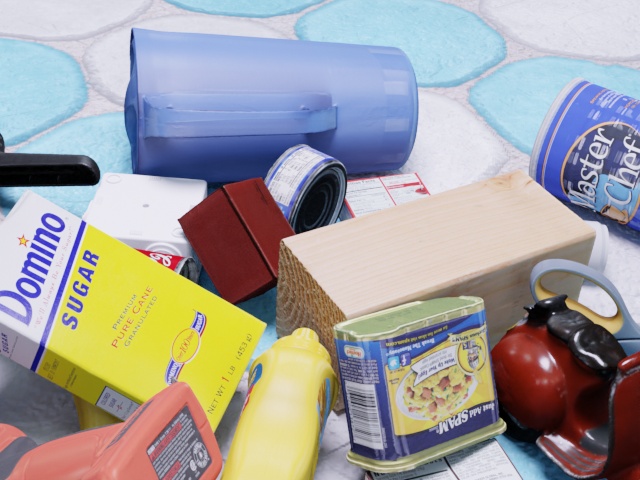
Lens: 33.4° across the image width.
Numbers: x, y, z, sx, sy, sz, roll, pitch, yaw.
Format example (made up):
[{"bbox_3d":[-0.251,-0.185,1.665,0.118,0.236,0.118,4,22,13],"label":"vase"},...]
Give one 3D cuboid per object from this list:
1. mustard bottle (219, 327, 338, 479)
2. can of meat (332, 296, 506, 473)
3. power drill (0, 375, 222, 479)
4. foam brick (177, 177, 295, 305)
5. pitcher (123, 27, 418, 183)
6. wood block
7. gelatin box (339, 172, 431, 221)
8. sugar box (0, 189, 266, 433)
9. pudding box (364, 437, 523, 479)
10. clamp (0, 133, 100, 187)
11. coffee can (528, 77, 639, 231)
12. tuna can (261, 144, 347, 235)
[{"bbox_3d":[-0.025,0.119,0.626,0.058,0.096,0.191,11,37,4],"label":"mustard bottle"},{"bbox_3d":[0.060,0.085,0.652,0.101,0.084,0.058,-13,8,-33],"label":"can of meat"},{"bbox_3d":[-0.157,0.138,0.543,0.188,0.057,0.184,-16,15,23],"label":"power drill"},{"bbox_3d":[-0.055,0.001,0.781,0.078,0.051,0.052,60,31,7],"label":"foam brick"},{"bbox_3d":[-0.042,-0.109,0.901,0.242,0.145,0.149,-2,57,-12],"label":"pitcher"},{"bbox_3d":[0.080,0.031,0.759,0.205,0.090,0.091,-17,42,-26],"label":"wood block"},{"bbox_3d":[0.058,-0.017,0.870,0.073,0.030,0.089,-9,39,-14],"label":"gelatin box"},{"bbox_3d":[-0.131,0.051,0.663,0.176,0.048,0.093,31,52,-7],"label":"sugar box"},{"bbox_3d":[0.085,0.173,0.615,0.090,0.039,0.113,-11,37,-17],"label":"pudding box"},{"bbox_3d":[-0.294,-0.044,0.858,0.164,0.036,0.210,-41,47,-23],"label":"clamp"},{"bbox_3d":[0.260,-0.065,0.888,0.140,0.103,0.102,26,42,27],"label":"coffee can"},{"bbox_3d":[-0.015,-0.029,0.833,0.034,0.086,0.086,26,42,24],"label":"tuna can"}]
